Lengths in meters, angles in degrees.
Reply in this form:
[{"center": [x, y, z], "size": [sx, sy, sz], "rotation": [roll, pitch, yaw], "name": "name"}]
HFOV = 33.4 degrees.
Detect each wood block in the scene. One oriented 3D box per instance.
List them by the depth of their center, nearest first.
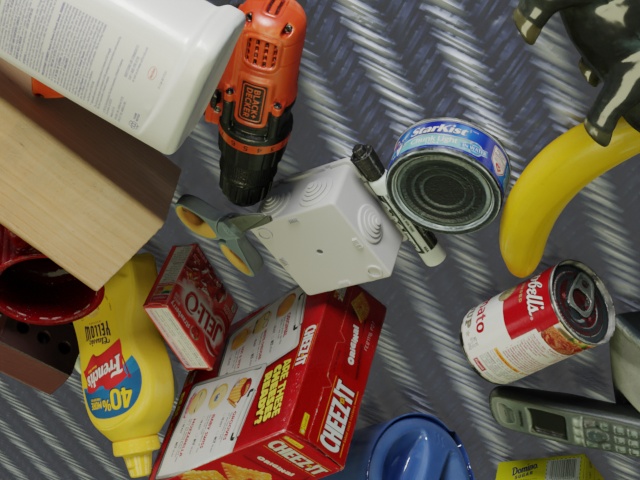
[{"center": [-0.217, -0.069, 0.807], "size": [0.206, 0.091, 0.090], "rotation": [39, 116, -20], "name": "wood block"}]

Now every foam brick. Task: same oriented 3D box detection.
[{"center": [-0.274, 0.102, 1.020], "size": [0.078, 0.053, 0.051], "rotation": [30, 136, -21], "name": "foam brick"}]

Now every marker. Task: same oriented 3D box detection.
[{"center": [0.058, -0.027, 0.802], "size": [0.020, 0.020, 0.121], "rotation": [-14, 129, 35], "name": "marker"}]

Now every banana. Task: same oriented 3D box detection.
[{"center": [0.170, -0.034, 0.730], "size": [0.069, 0.037, 0.198], "rotation": [31, 139, -10], "name": "banana"}]

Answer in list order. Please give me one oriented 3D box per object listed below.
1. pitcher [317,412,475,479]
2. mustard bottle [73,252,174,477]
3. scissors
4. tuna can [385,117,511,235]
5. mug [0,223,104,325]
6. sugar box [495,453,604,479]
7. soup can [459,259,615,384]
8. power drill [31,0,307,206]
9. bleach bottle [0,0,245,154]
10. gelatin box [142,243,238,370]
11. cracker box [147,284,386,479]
[{"center": [0.017, 0.254, 1.031], "size": [0.149, 0.145, 0.243], "rotation": [19, 153, -33], "name": "pitcher"}, {"center": [-0.173, 0.112, 0.941], "size": [0.096, 0.191, 0.058], "rotation": [-16, 171, 37], "name": "mustard bottle"}, {"center": [-0.055, 0.001, 0.810], "size": [0.096, 0.016, 0.202], "rotation": [48, 165, -26], "name": "scissors"}, {"center": [0.090, -0.044, 0.757], "size": [0.086, 0.033, 0.086], "rotation": [13, 139, 11], "name": "tuna can"}, {"center": [-0.230, 0.004, 0.881], "size": [0.093, 0.081, 0.117], "rotation": [-16, 140, 8], "name": "mug"}, {"center": [0.249, 0.274, 1.033], "size": [0.094, 0.048, 0.176], "rotation": [-14, 132, 35], "name": "sugar box"}, {"center": [0.165, 0.065, 0.819], "size": [0.068, 0.068, 0.102], "rotation": [37, 139, -17], "name": "soup can"}, {"center": [-0.107, -0.113, 0.754], "size": [0.187, 0.057, 0.185], "rotation": [17, 136, 2], "name": "power drill"}, {"center": [-0.177, -0.155, 0.656], "size": [0.251, 0.068, 0.103], "rotation": [30, 130, -2], "name": "bleach bottle"}, {"center": [-0.111, 0.059, 0.932], "size": [0.030, 0.073, 0.089], "rotation": [-5, 133, 27], "name": "gelatin box"}, {"center": [-0.048, 0.138, 0.922], "size": [0.072, 0.164, 0.214], "rotation": [36, 138, -22], "name": "cracker box"}]
